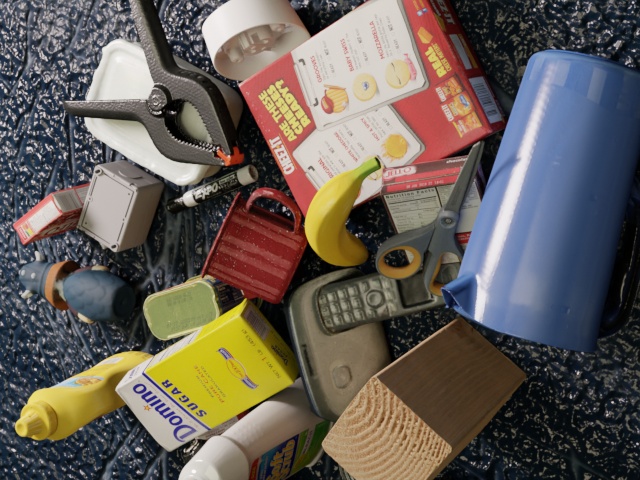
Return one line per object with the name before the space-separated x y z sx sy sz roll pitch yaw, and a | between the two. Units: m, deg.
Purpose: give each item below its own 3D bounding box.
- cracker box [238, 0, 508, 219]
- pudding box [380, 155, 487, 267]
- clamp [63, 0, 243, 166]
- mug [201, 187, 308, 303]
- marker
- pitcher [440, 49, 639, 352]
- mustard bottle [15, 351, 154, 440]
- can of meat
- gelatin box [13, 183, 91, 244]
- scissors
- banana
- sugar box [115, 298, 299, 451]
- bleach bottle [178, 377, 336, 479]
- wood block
cracker box | 0.050 -0.131 1.023 0.214 0.072 0.164 -28 87 30
pudding box | 0.113 -0.025 0.989 0.090 0.039 0.113 -7 136 18
clamp | -0.166 -0.138 1.084 0.210 0.036 0.165 47 117 11
mug | -0.057 0.001 1.039 0.081 0.093 0.117 24 119 -2
marker | -0.120 -0.054 1.159 0.121 0.020 0.020 -20 91 29
pitcher | 0.211 -0.031 0.920 0.145 0.149 0.243 17 95 23
mustard bottle | -0.266 0.176 1.185 0.096 0.191 0.058 -12 95 29
can of meat | -0.127 0.067 1.151 0.102 0.083 0.057 -18 92 30
gelatin box | -0.293 -0.031 1.215 0.073 0.089 0.030 -32 86 29
scissors | 0.095 -0.018 0.957 0.096 0.016 0.202 3 139 9
banana | 0.019 -0.013 1.003 0.069 0.198 0.037 -11 67 -7
sugar box | -0.116 0.142 1.098 0.176 0.048 0.093 -33 102 22
bleach bottle | -0.069 0.216 1.056 0.068 0.250 0.103 31 113 19
wood block | 0.100 0.154 0.979 0.091 0.205 0.090 41 116 15
